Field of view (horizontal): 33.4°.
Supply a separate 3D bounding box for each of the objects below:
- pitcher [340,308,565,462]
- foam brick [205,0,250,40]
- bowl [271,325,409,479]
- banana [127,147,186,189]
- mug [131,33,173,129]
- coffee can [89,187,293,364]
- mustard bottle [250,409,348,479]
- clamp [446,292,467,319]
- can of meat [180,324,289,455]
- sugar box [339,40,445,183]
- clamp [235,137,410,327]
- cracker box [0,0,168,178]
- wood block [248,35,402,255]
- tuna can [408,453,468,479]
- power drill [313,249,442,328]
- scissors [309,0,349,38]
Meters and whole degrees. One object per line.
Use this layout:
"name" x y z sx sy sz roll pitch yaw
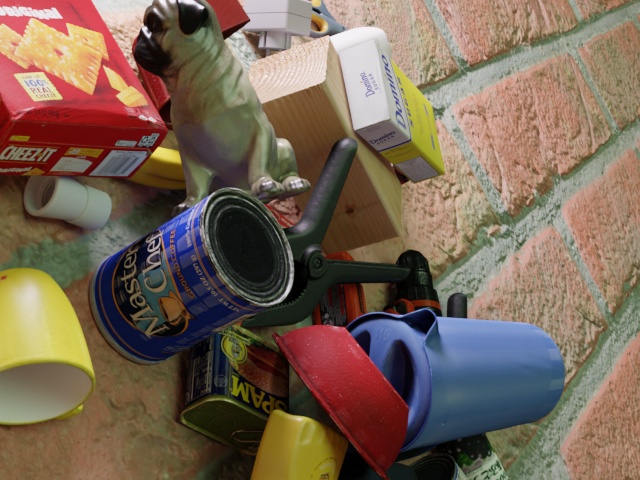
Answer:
"pitcher" 0.130 0.146 1.073 0.242 0.149 0.145 4 76 -43
"foam brick" -0.122 -0.233 1.129 0.051 0.053 0.078 58 34 -7
"bowl" 0.028 0.128 0.924 0.162 0.055 0.162 51 -2 2
"banana" -0.155 -0.079 0.994 0.197 0.037 0.070 -2 53 -55
"mug" -0.124 -0.167 1.043 0.117 0.093 0.081 -11 71 -43
"coffee can" -0.107 0.032 0.880 0.102 0.141 0.103 32 44 -37
"mustard bottle" -0.035 0.240 0.865 0.096 0.058 0.191 44 61 -59
"clamp" 0.172 0.154 1.263 0.120 0.039 0.171 46 43 -15
"can of meat" -0.072 0.129 0.937 0.102 0.058 0.084 35 39 -36
"sugar box" 0.079 -0.132 1.127 0.176 0.048 0.093 34 43 -63
"clamp" -0.005 0.024 1.034 0.209 0.036 0.164 -43 118 -21
"cracker box" -0.239 -0.152 0.859 0.163 0.072 0.214 -3 56 -54
"wood block" 0.007 -0.094 1.110 0.090 0.091 0.206 -85 153 -49
"tuna can" 0.107 0.254 1.060 0.033 0.086 0.086 53 34 -16
"power drill" 0.070 0.074 1.164 0.187 0.057 0.184 23 49 -44
"scissors" 0.018 -0.288 1.388 0.201 0.016 0.096 4 64 -52
